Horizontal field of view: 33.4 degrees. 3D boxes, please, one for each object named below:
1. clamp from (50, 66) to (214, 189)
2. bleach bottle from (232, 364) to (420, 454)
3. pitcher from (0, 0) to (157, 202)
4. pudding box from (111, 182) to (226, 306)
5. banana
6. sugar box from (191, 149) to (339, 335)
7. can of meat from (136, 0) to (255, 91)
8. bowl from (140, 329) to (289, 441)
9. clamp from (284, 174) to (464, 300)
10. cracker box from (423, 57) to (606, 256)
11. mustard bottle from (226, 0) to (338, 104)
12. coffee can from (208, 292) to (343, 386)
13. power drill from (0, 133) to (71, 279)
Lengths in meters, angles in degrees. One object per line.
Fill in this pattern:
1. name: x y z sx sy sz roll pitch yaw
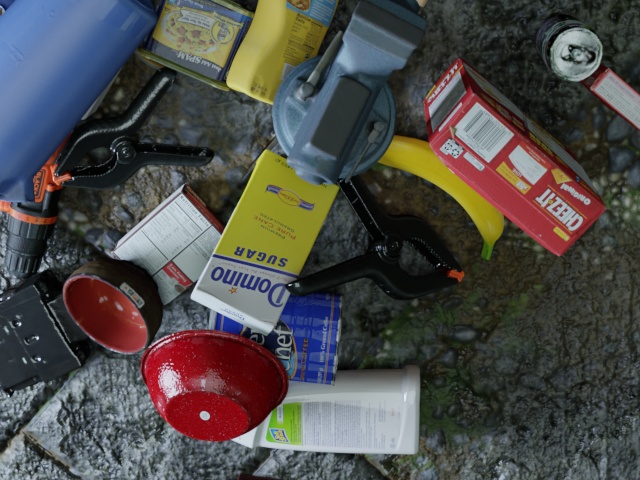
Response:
1. clamp: -0.199 -0.097 1.134 0.171 0.039 0.120 -30 119 4
2. bleach bottle: -0.012 0.191 1.224 0.251 0.068 0.102 1 107 5
3. pitcher: -0.281 -0.170 1.031 0.243 0.145 0.149 -46 126 10
4. pudding box: -0.161 0.006 1.185 0.113 0.039 0.090 -39 101 12
5. banana: 0.133 -0.060 1.152 0.197 0.037 0.070 41 104 -9
6. sugar box: -0.057 0.001 1.127 0.093 0.048 0.176 26 67 -6
7. can of meat: -0.124 -0.212 1.090 0.102 0.057 0.084 23 103 -4
8. bowl: -0.116 0.165 1.133 0.162 0.055 0.162 4 135 4
9. clamp: 0.066 -0.003 1.145 0.209 0.036 0.164 15 78 -28
10. cracker box: 0.182 -0.088 1.049 0.164 0.213 0.072 39 106 -9
11. mustard bottle: -0.025 -0.232 1.076 0.058 0.096 0.192 27 99 34
12. coffee can: -0.049 0.102 1.176 0.140 0.103 0.103 6 107 1
13. power drill: -0.376 -0.062 1.166 0.187 0.057 0.184 15 103 -5
